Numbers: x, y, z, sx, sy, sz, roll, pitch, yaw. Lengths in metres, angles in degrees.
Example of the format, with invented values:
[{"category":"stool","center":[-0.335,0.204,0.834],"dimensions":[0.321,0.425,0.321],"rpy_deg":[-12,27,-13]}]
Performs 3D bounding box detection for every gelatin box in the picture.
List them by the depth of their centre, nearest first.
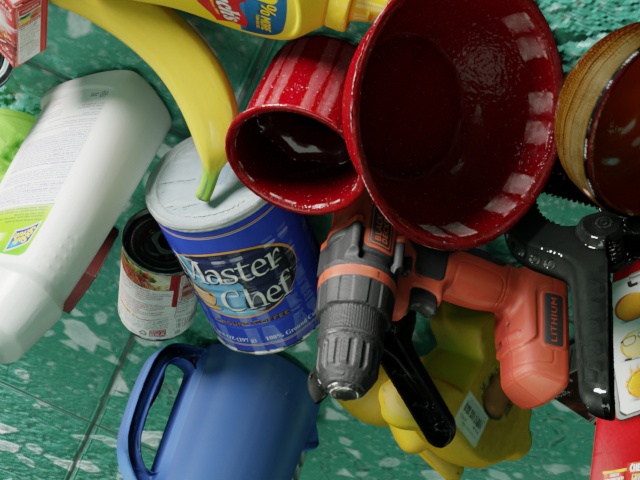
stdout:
[{"category":"gelatin box","center":[-0.212,-0.165,0.679],"dimensions":[0.089,0.030,0.073],"rpy_deg":[48,154,6]}]

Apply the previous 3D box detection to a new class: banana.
[{"category":"banana","center":[-0.112,-0.120,0.690],"dimensions":[0.198,0.069,0.037],"rpy_deg":[51,178,-4]}]

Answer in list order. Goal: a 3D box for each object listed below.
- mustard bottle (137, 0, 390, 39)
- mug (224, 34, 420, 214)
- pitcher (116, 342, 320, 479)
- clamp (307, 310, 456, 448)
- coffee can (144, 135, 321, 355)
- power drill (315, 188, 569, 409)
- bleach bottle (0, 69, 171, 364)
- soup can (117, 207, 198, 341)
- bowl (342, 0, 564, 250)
[{"category":"mustard bottle","center":[-0.051,-0.163,0.624],"dimensions":[0.191,0.058,0.096],"rpy_deg":[17,153,3]},{"category":"mug","center":[0.006,-0.076,0.682],"dimensions":[0.117,0.081,0.093],"rpy_deg":[5,138,18]},{"category":"pitcher","center":[-0.101,0.214,0.935],"dimensions":[0.149,0.242,0.145],"rpy_deg":[8,137,14]},{"category":"clamp","center":[0.031,0.062,0.755],"dimensions":[0.120,0.171,0.039],"rpy_deg":[23,128,-39]},{"category":"coffee can","center":[-0.055,0.001,0.781],"dimensions":[0.103,0.102,0.140],"rpy_deg":[1,137,22]},{"category":"power drill","center":[0.083,0.048,0.729],"dimensions":[0.187,0.184,0.057],"rpy_deg":[25,142,-21]},{"category":"bleach bottle","center":[-0.187,-0.008,0.710],"dimensions":[0.103,0.250,0.068],"rpy_deg":[-10,132,32]},{"category":"soup can","center":[-0.131,0.029,0.873],"dimensions":[0.068,0.068,0.102],"rpy_deg":[19,141,2]},{"category":"bowl","center":[0.068,-0.077,0.623],"dimensions":[0.055,0.162,0.162],"rpy_deg":[13,150,54]}]
